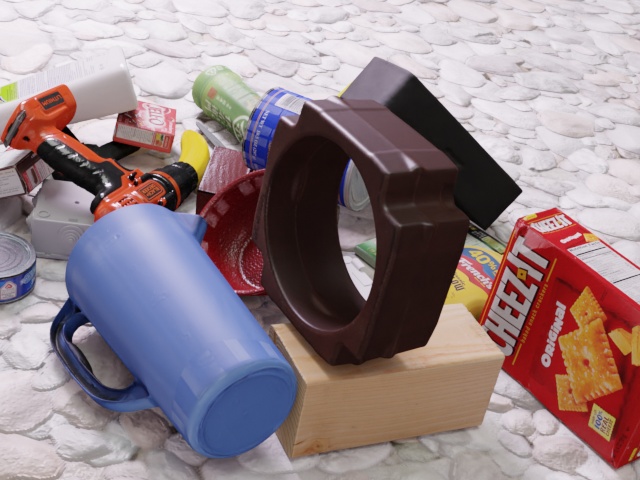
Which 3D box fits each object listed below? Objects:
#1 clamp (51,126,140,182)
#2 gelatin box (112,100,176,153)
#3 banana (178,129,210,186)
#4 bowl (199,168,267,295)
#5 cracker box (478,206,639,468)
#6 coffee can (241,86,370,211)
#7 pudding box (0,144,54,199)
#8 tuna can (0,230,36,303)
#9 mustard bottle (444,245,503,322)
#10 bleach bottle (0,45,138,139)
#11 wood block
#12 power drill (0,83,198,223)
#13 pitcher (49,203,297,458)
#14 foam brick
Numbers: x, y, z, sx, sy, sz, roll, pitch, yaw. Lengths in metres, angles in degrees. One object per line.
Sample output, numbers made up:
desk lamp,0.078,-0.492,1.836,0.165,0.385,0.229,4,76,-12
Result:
clamp,-0.290,-0.102,1.284,0.120,0.039,0.171,10,28,0
gelatin box,-0.218,-0.146,1.334,0.073,0.030,0.089,13,27,-12
banana,-0.173,-0.088,1.305,0.070,0.037,0.197,19,33,9
bowl,-0.058,0.001,1.152,0.162,0.055,0.162,-12,54,17
cracker box,0.264,0.094,1.066,0.071,0.164,0.214,-12,41,-37
coffee can,-0.003,-0.105,1.212,0.140,0.103,0.102,23,34,21
pudding box,-0.352,-0.076,1.182,0.114,0.039,0.090,-10,26,24
tuna can,-0.331,0.026,1.078,0.086,0.034,0.086,9,33,-6
mustard bottle,0.160,0.052,1.188,0.191,0.058,0.096,-15,53,-38
bleach bottle,-0.351,-0.165,1.289,0.250,0.068,0.102,-16,29,-6
wood block,0.056,0.128,1.008,0.205,0.091,0.090,-5,36,-25
power drill,-0.234,-0.088,1.155,0.187,0.057,0.184,38,27,3
pitcher,-0.134,0.088,0.969,0.144,0.149,0.243,1,32,-40
foam brick,-0.112,-0.064,1.257,0.051,0.053,0.078,14,49,2
